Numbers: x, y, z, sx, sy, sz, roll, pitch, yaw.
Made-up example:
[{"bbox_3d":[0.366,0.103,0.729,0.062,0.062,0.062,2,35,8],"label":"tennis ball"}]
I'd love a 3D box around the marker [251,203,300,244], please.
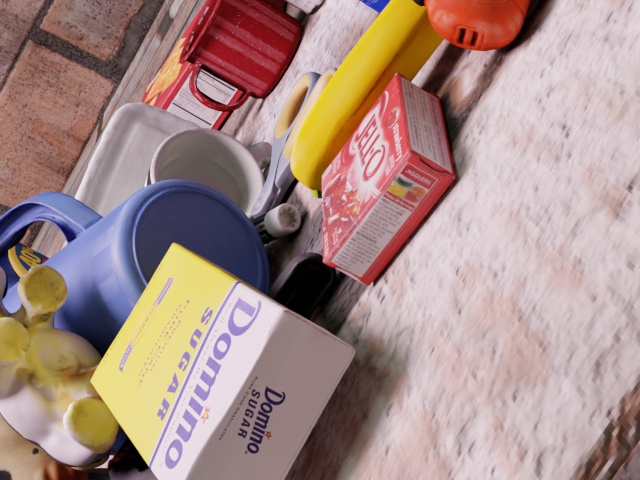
[{"bbox_3d":[-0.055,0.001,0.715,0.121,0.020,0.020,-24,41,50],"label":"marker"}]

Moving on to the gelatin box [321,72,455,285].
[{"bbox_3d":[0.031,-0.033,0.531,0.073,0.030,0.089,-53,20,28],"label":"gelatin box"}]

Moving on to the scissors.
[{"bbox_3d":[-0.037,-0.039,0.754,0.202,0.016,0.096,-57,23,20],"label":"scissors"}]

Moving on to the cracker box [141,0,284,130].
[{"bbox_3d":[-0.121,-0.187,1.135,0.214,0.072,0.164,-51,21,31],"label":"cracker box"}]

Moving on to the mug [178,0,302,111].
[{"bbox_3d":[-0.074,-0.170,0.956,0.117,0.081,0.093,-67,17,-15],"label":"mug"}]

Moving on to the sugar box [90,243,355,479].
[{"bbox_3d":[-0.056,0.062,0.514,0.093,0.048,0.176,-60,22,-4],"label":"sugar box"}]

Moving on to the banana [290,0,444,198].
[{"bbox_3d":[0.035,-0.096,0.583,0.198,0.037,0.069,-53,1,24],"label":"banana"}]

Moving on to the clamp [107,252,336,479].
[{"bbox_3d":[-0.062,0.098,0.591,0.210,0.036,0.164,-27,38,57],"label":"clamp"}]

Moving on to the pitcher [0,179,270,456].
[{"bbox_3d":[-0.146,0.045,0.725,0.243,0.149,0.145,-34,45,47],"label":"pitcher"}]
